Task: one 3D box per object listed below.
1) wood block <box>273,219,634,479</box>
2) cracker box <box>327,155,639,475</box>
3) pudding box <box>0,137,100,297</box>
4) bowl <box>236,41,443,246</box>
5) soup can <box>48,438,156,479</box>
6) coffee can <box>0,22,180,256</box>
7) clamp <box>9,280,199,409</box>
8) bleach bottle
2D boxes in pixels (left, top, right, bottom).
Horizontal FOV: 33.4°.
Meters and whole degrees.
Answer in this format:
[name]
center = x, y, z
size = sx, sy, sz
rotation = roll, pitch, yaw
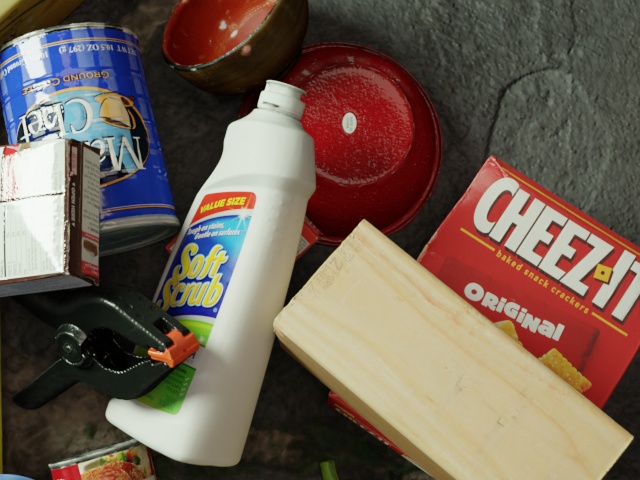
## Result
[wood block]
center = 0.078, 0.093, 0.674
size = 0.206, 0.091, 0.090
rotation = 40, 79, 11
[cracker box]
center = 0.130, 0.072, 0.764
size = 0.164, 0.072, 0.213
rotation = 34, 79, 8
[pudding box]
center = -0.193, -0.012, 0.663
size = 0.114, 0.039, 0.090
rotation = -7, 77, 21
[bowl]
center = 0.019, -0.079, 0.790
size = 0.162, 0.055, 0.162
rotation = 1, 81, -8
[soup can]
center = -0.137, 0.190, 0.718
size = 0.068, 0.068, 0.102
rotation = -14, 84, -11
[coffee can]
center = -0.161, -0.065, 0.735
size = 0.102, 0.103, 0.140
rotation = -12, 83, -11
[clamp]
center = -0.157, 0.053, 0.686
size = 0.039, 0.172, 0.120
rotation = -47, 122, -50
[bleach bottle]
center = -0.064, 0.016, 0.714
size = 0.068, 0.103, 0.251
rotation = 16, 90, -45
